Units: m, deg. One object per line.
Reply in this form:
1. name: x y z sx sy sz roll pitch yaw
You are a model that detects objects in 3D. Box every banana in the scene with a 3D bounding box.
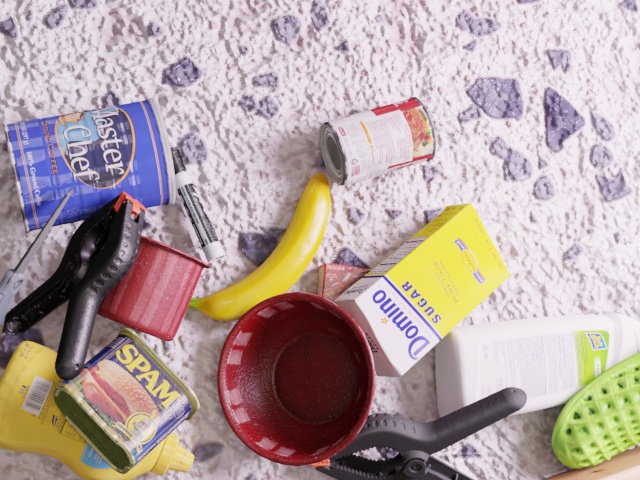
1. banana: -0.048 0.018 1.058 0.197 0.037 0.069 -42 94 -15

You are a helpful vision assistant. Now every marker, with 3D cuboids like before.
1. marker: -0.126 -0.036 1.048 0.020 0.020 0.121 -23 81 -15

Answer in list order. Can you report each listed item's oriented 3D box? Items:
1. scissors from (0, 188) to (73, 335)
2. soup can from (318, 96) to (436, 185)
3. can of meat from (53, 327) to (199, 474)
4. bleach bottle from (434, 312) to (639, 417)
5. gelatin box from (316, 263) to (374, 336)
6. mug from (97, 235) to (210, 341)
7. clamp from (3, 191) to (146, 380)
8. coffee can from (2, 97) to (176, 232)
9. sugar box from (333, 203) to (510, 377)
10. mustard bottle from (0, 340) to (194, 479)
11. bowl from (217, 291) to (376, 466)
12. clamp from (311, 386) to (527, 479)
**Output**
1. scissors: -0.278 0.044 0.914 0.016 0.096 0.202 32 102 11
2. soup can: 0.057 -0.100 1.082 0.102 0.069 0.068 -17 87 -14
3. can of meat: -0.174 0.143 0.947 0.102 0.058 0.083 45 55 7
4. bleach bottle: 0.245 0.129 1.101 0.250 0.068 0.102 -3 92 -17
5. gelatin box: 0.041 0.064 1.076 0.089 0.030 0.073 6 82 -12
6. mug: -0.172 0.040 1.003 0.117 0.093 0.081 21 83 7
7. clamp: -0.207 0.040 0.944 0.171 0.120 0.039 -54 141 1
8. coffee can: -0.215 -0.071 0.995 0.140 0.103 0.103 -12 86 -15
9. sugar box: 0.104 0.048 1.058 0.176 0.048 0.093 -40 106 -30
10. mustard bottle: -0.208 0.172 0.988 0.191 0.058 0.096 24 63 -9
11. bowl: -0.016 0.132 1.019 0.162 0.055 0.162 -3 82 22
12. clamp: 0.097 0.216 1.044 0.210 0.036 0.164 -6 123 4
